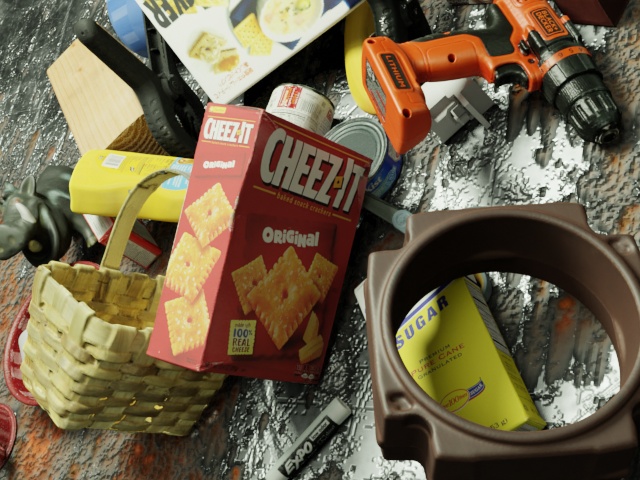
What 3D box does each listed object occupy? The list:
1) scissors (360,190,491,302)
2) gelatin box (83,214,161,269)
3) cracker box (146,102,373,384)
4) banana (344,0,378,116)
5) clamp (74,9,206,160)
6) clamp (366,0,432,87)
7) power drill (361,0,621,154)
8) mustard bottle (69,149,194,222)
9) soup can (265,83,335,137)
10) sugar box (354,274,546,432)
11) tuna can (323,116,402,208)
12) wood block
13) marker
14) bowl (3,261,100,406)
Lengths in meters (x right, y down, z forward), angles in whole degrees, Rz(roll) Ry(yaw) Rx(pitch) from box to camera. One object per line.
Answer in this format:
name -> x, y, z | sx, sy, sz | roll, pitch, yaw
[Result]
scissors -> 0.092, -0.025, 0.934 | 0.096, 0.016, 0.202 | -43, 57, 6
gelatin box -> -0.220, -0.016, 1.156 | 0.030, 0.073, 0.089 | -47, 46, 6
cracker box -> -0.045, 0.010, 0.907 | 0.072, 0.163, 0.214 | 12, 87, 38
banana -> 0.046, -0.192, 1.067 | 0.037, 0.070, 0.198 | 5, 60, -9
clamp -> -0.174, -0.160, 1.132 | 0.036, 0.164, 0.210 | -22, 97, 27
clamp -> 0.066, -0.217, 1.003 | 0.039, 0.120, 0.171 | -10, 96, 43
power drill -> 0.141, -0.134, 0.907 | 0.187, 0.057, 0.184 | -16, 54, -12
mustard bottle -> -0.152, -0.053, 1.095 | 0.191, 0.058, 0.096 | 5, 26, 5
soup can -> -0.031, -0.096, 1.061 | 0.069, 0.068, 0.102 | 3, 65, 39
sugar box -> 0.098, 0.090, 0.846 | 0.093, 0.048, 0.176 | -34, 58, 18
tuna can -> 0.034, -0.073, 1.019 | 0.086, 0.033, 0.086 | -19, 54, 28
wood block -> -0.236, -0.150, 1.239 | 0.090, 0.090, 0.206 | -42, 46, 10
marker -> -0.021, 0.184, 0.915 | 0.121, 0.020, 0.020 | -47, 45, 5
bowl -> -0.258, 0.105, 1.124 | 0.162, 0.055, 0.162 | -19, 54, 28
